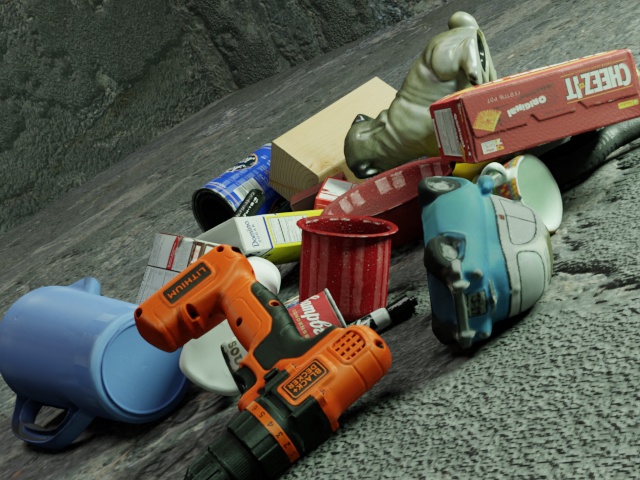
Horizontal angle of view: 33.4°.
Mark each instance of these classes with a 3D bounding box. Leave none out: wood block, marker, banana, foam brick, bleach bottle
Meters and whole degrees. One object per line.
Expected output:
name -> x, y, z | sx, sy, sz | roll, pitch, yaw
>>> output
wood block -> 0.035, -0.131, 1.489 | 0.205, 0.091, 0.090 | -36, -28, -30
marker -> 0.031, 0.081, 0.938 | 0.121, 0.020, 0.020 | -28, 14, -3
banana -> 0.164, -0.075, 1.218 | 0.069, 0.037, 0.198 | -32, 15, -15
foam brick -> 0.007, -0.046, 1.375 | 0.078, 0.053, 0.051 | -27, 14, 7
bleach bottle -> -0.079, 0.073, 1.058 | 0.102, 0.068, 0.251 | -64, 2, 6

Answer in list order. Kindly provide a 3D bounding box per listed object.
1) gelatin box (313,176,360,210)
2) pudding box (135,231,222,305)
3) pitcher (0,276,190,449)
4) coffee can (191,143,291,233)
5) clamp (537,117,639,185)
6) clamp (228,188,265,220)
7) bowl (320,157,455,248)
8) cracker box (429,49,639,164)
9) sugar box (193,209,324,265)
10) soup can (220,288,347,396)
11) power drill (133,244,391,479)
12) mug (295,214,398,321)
gelatin box -> 0.034, -0.044, 1.295 | 0.073, 0.030, 0.089 | 13, 22, 5
pudding box -> -0.147, 0.040, 1.100 | 0.114, 0.039, 0.090 | 7, 81, 61
pitcher -> -0.232, 0.126, 1.079 | 0.144, 0.149, 0.243 | -18, 10, -33
coffee can -> -0.100, -0.063, 1.530 | 0.140, 0.103, 0.103 | -38, 17, -36
clamp -> 0.281, -0.098, 1.077 | 0.171, 0.039, 0.120 | -35, 6, -31
clamp -> -0.131, 0.017, 1.368 | 0.165, 0.036, 0.210 | -47, 14, 13
bowl -> 0.083, -0.033, 1.173 | 0.162, 0.055, 0.162 | -23, 15, 6
cracker box -> 0.204, -0.131, 1.053 | 0.164, 0.072, 0.213 | -16, 5, 0
sugar box -> -0.058, 0.002, 1.195 | 0.094, 0.048, 0.175 | -25, -9, 40
soup can -> -0.024, 0.093, 0.893 | 0.102, 0.068, 0.068 | -27, 14, -1
power drill -> -0.065, 0.098, 0.821 | 0.184, 0.057, 0.188 | -38, 50, -16
mug -> 0.016, 0.022, 0.986 | 0.093, 0.081, 0.117 | -5, 14, -31
